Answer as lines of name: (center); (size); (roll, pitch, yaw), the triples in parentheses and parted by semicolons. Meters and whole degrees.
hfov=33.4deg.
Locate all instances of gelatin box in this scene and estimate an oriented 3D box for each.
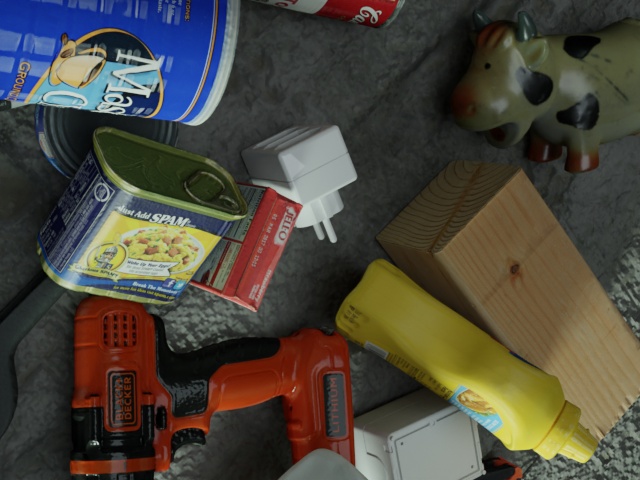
gelatin box: (-0.054, 0.001, 0.684); (0.030, 0.089, 0.073); (27, 83, -30)

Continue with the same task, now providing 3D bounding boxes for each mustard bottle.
mustard bottle: (0.102, 0.088, 0.724); (0.192, 0.096, 0.058); (34, 77, 8)

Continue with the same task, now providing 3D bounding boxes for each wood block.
wood block: (0.148, 0.048, 0.791); (0.090, 0.090, 0.206); (-44, 113, -14)

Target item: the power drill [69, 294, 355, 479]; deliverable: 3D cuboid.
power drill: (-0.070, 0.126, 0.694); (0.187, 0.057, 0.184); (2, 82, -29)

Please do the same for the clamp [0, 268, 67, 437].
clamp: (-0.207, 0.067, 0.646); (0.120, 0.039, 0.171); (5, 91, -22)

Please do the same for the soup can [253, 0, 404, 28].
soup can: (0.001, -0.183, 0.703); (0.102, 0.069, 0.068); (6, 93, -26)

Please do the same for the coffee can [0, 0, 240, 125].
coffee can: (-0.126, -0.120, 0.564); (0.140, 0.103, 0.103); (4, 94, -26)

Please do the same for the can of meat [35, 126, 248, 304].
can of meat: (-0.109, -0.011, 0.643); (0.101, 0.057, 0.084); (15, 123, -41)

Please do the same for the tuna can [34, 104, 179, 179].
tuna can: (-0.134, -0.075, 0.668); (0.086, 0.034, 0.086); (-3, 97, -26)
